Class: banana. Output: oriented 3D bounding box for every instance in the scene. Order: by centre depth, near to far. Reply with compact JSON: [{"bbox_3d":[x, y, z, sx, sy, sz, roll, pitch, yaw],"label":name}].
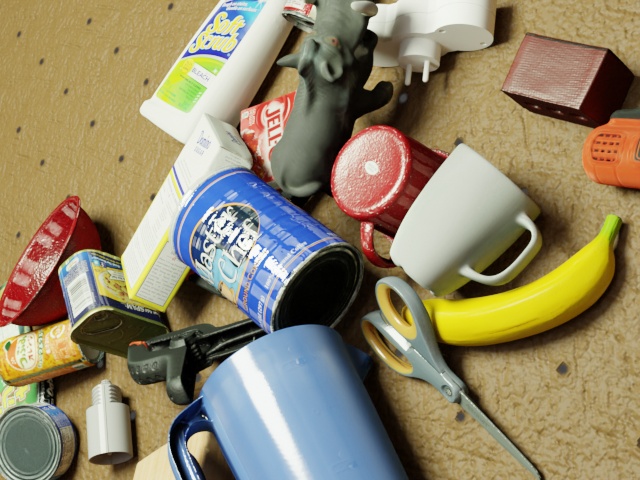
[{"bbox_3d":[0.147,0.047,0.824,0.198,0.037,0.069,-25,32,28],"label":"banana"}]

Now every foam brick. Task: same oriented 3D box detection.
[{"bbox_3d":[0.193,-0.124,0.834,0.078,0.052,0.051,23,90,44],"label":"foam brick"}]

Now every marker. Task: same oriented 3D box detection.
[{"bbox_3d":[-0.300,0.155,1.167,0.020,0.020,0.121,-22,61,32],"label":"marker"}]

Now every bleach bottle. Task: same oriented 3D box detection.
[{"bbox_3d":[-0.081,-0.212,1.092,0.103,0.068,0.251,35,95,42],"label":"bleach bottle"}]

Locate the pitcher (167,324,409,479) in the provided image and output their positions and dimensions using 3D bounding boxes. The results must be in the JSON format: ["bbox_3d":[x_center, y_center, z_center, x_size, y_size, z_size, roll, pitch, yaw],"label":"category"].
[{"bbox_3d":[-0.002,0.198,0.823,0.149,0.144,0.243,-41,55,17],"label":"pitcher"}]

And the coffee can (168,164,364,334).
[{"bbox_3d":[-0.047,0.012,0.911,0.140,0.102,0.103,37,99,33],"label":"coffee can"}]

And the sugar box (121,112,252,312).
[{"bbox_3d":[-0.131,-0.028,1.035,0.176,0.048,0.093,-55,28,15],"label":"sugar box"}]

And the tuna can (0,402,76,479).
[{"bbox_3d":[-0.298,0.212,1.114,0.086,0.033,0.086,-1,88,21],"label":"tuna can"}]

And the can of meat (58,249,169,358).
[{"bbox_3d":[-0.209,0.063,1.070,0.057,0.101,0.084,-40,51,22],"label":"can of meat"}]

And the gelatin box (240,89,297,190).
[{"bbox_3d":[-0.043,-0.094,1.035,0.073,0.030,0.089,-15,66,36],"label":"gelatin box"}]

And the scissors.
[{"bbox_3d":[0.098,0.097,0.826,0.202,0.016,0.096,33,137,43],"label":"scissors"}]

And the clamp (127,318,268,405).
[{"bbox_3d":[-0.121,0.106,0.970,0.210,0.164,0.036,-11,103,44],"label":"clamp"}]

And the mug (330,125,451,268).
[{"bbox_3d":[0.060,-0.035,0.893,0.093,0.081,0.117,8,79,41],"label":"mug"}]

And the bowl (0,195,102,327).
[{"bbox_3d":[-0.284,0.033,1.152,0.162,0.055,0.162,-43,28,29],"label":"bowl"}]
